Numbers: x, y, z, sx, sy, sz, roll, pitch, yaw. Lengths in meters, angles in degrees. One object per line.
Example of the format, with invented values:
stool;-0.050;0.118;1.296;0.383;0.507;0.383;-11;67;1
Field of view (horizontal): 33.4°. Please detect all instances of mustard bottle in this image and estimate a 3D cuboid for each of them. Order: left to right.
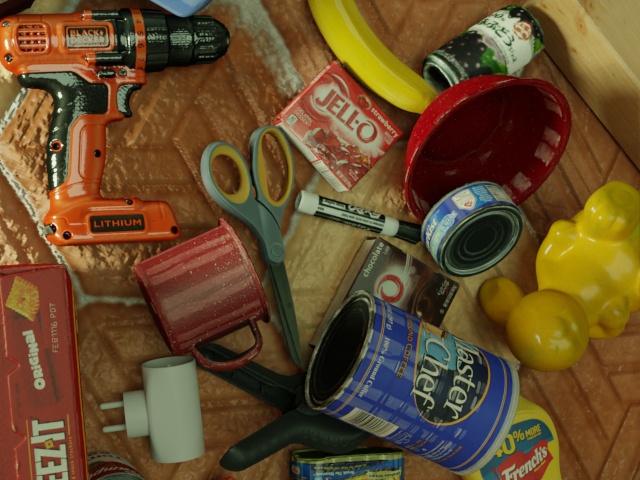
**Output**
mustard bottle;0.170;0.199;0.952;0.096;0.058;0.191;-16;94;-20

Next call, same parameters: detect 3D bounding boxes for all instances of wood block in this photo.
wood block;0.291;-0.167;0.985;0.090;0.090;0.206;-45;102;-15

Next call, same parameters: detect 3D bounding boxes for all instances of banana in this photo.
banana;0.036;-0.185;0.918;0.069;0.037;0.198;-26;99;7

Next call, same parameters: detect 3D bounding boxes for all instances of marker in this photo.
marker;0.036;-0.019;0.931;0.121;0.020;0.020;15;84;-18

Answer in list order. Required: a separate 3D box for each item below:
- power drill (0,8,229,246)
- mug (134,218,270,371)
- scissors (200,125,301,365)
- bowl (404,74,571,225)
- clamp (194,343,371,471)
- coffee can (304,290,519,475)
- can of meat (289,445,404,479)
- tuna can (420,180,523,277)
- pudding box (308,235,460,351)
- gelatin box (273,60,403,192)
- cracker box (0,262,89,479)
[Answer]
power drill;-0.156;-0.091;0.848;0.184;0.057;0.187;-5;88;-17
mug;-0.090;0.050;0.844;0.081;0.093;0.117;-25;72;-13
scissors;-0.056;0.001;0.883;0.096;0.016;0.202;6;80;-34
bowl;0.134;-0.086;0.922;0.162;0.055;0.162;-18;139;-16
clamp;-0.024;0.132;0.883;0.171;0.039;0.120;3;48;-35
coffee can;0.073;0.115;0.857;0.140;0.103;0.103;27;80;-16
can of meat;0.023;0.220;0.901;0.102;0.058;0.084;0;87;-19
tuna can;0.133;-0.009;0.930;0.086;0.034;0.086;-17;138;-16
pudding box;0.055;0.065;0.925;0.090;0.039;0.113;30;80;-16
gelatin box;0.015;-0.097;0.919;0.089;0.030;0.073;46;75;-13
cracker box;-0.209;0.098;0.740;0.072;0.214;0.164;-6;91;-19
